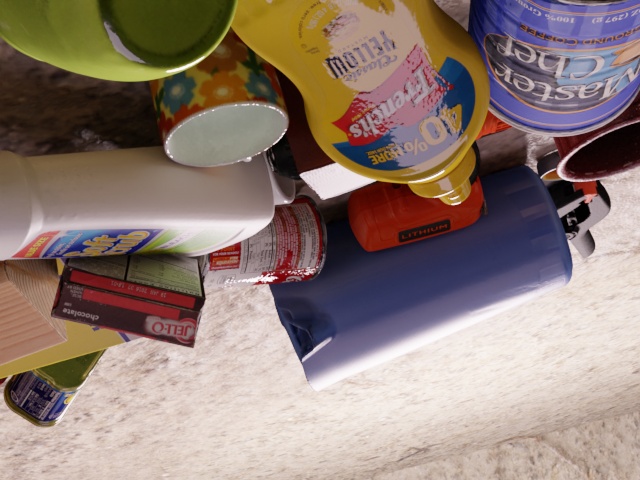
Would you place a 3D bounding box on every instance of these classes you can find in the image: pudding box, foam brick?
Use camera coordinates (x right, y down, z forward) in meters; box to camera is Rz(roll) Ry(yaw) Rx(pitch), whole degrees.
[{"bbox_3d":[-0.123,0.030,0.699,0.090,0.039,0.113,15,-169,-11],"label":"pudding box"},{"bbox_3d":[0.007,-0.073,0.642,0.051,0.078,0.053,-21,160,10],"label":"foam brick"}]

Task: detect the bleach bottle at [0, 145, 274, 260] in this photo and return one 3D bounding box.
[{"bbox_3d":[-0.143,-0.020,0.617,0.103,0.068,0.250,-18,173,39],"label":"bleach bottle"}]

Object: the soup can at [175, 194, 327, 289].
[{"bbox_3d":[-0.055,0.001,0.807,0.102,0.068,0.069,-4,158,-31],"label":"soup can"}]

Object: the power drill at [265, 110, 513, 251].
[{"bbox_3d":[0.056,-0.053,0.761,0.184,0.057,0.187,-14,160,-3],"label":"power drill"}]

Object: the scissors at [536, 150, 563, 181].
[{"bbox_3d":[0.279,-0.090,0.889,0.202,0.016,0.096,-16,160,1],"label":"scissors"}]

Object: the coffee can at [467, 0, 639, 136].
[{"bbox_3d":[0.127,-0.128,0.543,0.103,0.103,0.140,-15,160,0],"label":"coffee can"}]

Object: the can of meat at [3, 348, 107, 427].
[{"bbox_3d":[-0.218,0.099,0.914,0.057,0.102,0.084,35,141,-7],"label":"can of meat"}]

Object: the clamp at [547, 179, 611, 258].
[{"bbox_3d":[0.236,-0.017,1.020,0.120,0.039,0.172,-9,159,-21],"label":"clamp"}]

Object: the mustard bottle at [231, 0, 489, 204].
[{"bbox_3d":[0.032,-0.084,0.546,0.096,0.058,0.191,-25,132,15],"label":"mustard bottle"}]

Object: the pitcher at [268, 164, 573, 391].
[{"bbox_3d":[0.081,0.023,0.910,0.243,0.149,0.145,-20,145,4],"label":"pitcher"}]
